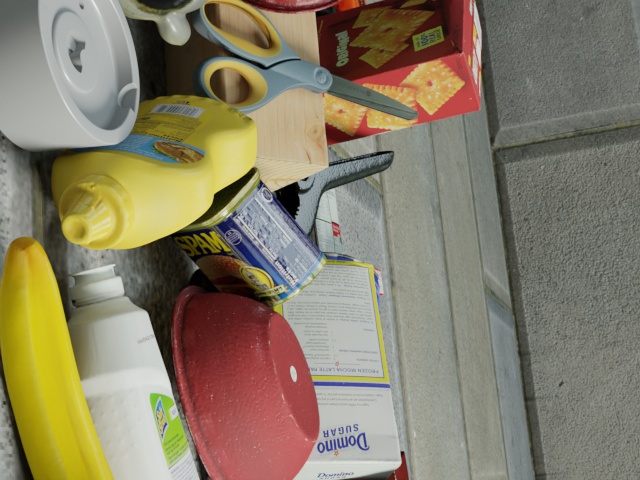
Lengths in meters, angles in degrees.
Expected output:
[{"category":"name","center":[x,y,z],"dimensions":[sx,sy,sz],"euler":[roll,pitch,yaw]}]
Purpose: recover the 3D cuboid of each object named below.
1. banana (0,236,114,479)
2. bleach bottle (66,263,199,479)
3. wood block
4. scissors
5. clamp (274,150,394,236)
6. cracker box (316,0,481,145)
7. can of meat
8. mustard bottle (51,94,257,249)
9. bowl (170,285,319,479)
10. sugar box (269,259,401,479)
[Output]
[{"category":"banana","center":[-0.131,0.097,0.558],"dimensions":[0.037,0.070,0.198],"euler":[-16,81,-46]},{"category":"bleach bottle","center":[-0.104,0.138,0.632],"dimensions":[0.102,0.068,0.251],"euler":[-13,89,-89]},{"category":"wood block","center":[-0.062,-0.148,0.822],"dimensions":[0.090,0.090,0.206],"euler":[3,76,-36]},{"category":"scissors","center":[-0.014,-0.105,0.778],"dimensions":[0.201,0.016,0.096],"euler":[31,63,-25]},{"category":"clamp","center":[-0.018,-0.054,0.915],"dimensions":[0.164,0.036,0.210],"euler":[41,62,-33]},{"category":"cracker box","center":[0.045,-0.169,1.033],"dimensions":[0.164,0.214,0.072],"euler":[-78,152,-52]},{"category":"can of meat","center":[-0.055,0.001,0.761],"dimensions":[0.084,0.102,0.057],"euler":[50,63,-19]},{"category":"mustard bottle","center":[-0.108,-0.040,0.650],"dimensions":[0.191,0.096,0.058],"euler":[-58,154,-66]},{"category":"bowl","center":[-0.042,0.100,0.719],"dimensions":[0.162,0.055,0.162],"euler":[-19,90,-79]},{"category":"sugar box","center":[0.004,0.099,0.842],"dimensions":[0.048,0.093,0.176],"euler":[119,-30,-56]}]
